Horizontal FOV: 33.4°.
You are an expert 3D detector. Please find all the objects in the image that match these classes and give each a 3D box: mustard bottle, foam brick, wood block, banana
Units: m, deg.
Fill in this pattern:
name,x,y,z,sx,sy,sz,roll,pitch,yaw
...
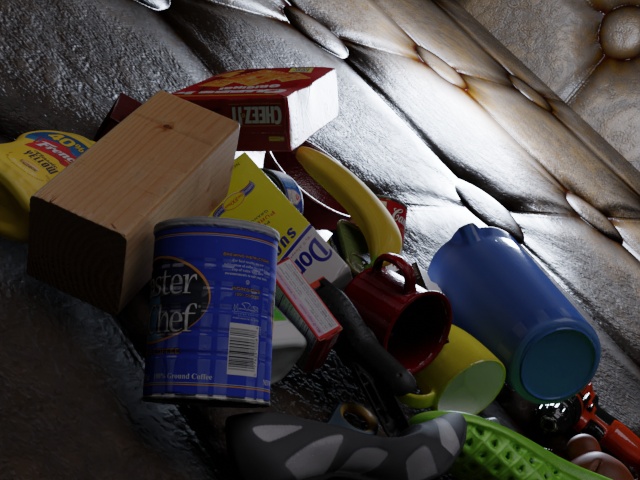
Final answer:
name,x,y,z,sx,sy,sz,roll,pitch,yaw
mustard bottle,-0.248,-0.059,0.980,0.096,0.058,0.191,36,22,6
foam brick,-0.210,-0.114,1.145,0.053,0.051,0.078,31,24,-14
wood block,-0.160,-0.039,0.939,0.091,0.090,0.205,24,39,11
banana,0.039,-0.036,1.164,0.069,0.037,0.198,14,33,-43

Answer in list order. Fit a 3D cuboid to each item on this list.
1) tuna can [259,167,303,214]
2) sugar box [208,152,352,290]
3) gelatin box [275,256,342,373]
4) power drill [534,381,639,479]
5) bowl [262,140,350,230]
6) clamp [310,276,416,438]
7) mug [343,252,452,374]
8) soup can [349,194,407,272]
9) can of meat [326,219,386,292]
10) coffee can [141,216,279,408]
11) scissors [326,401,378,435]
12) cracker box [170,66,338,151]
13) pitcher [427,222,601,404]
name,x,y,z,sx,sy,sz,roll,pitch,yaw
tuna can,-0.061,-0.036,1.174,0.033,0.086,0.086,6,39,-54
sugar box,-0.057,0.001,1.098,0.176,0.093,0.048,47,-10,23
gelatin box,-0.021,0.071,1.003,0.030,0.073,0.089,-28,68,-28
power drill,0.346,0.243,1.290,0.188,0.057,0.184,44,24,12
bowl,-0.016,-0.063,1.328,0.162,0.055,0.162,31,24,-16
clamp,0.038,0.110,1.010,0.039,0.120,0.172,-22,51,-19
mug,0.070,0.067,1.059,0.093,0.117,0.082,-23,35,-32
soup can,0.062,0.006,1.242,0.068,0.069,0.102,22,65,-33
can of meat,0.023,0.041,1.156,0.057,0.084,0.102,28,25,-24
coffee can,-0.087,0.060,0.855,0.102,0.103,0.140,14,73,-44
scissors,-0.005,0.166,0.974,0.201,0.016,0.096,26,24,-27
cracker box,-0.083,-0.160,1.281,0.164,0.072,0.213,0,16,16
pitcher,0.227,0.096,1.249,0.149,0.145,0.243,23,15,-23
